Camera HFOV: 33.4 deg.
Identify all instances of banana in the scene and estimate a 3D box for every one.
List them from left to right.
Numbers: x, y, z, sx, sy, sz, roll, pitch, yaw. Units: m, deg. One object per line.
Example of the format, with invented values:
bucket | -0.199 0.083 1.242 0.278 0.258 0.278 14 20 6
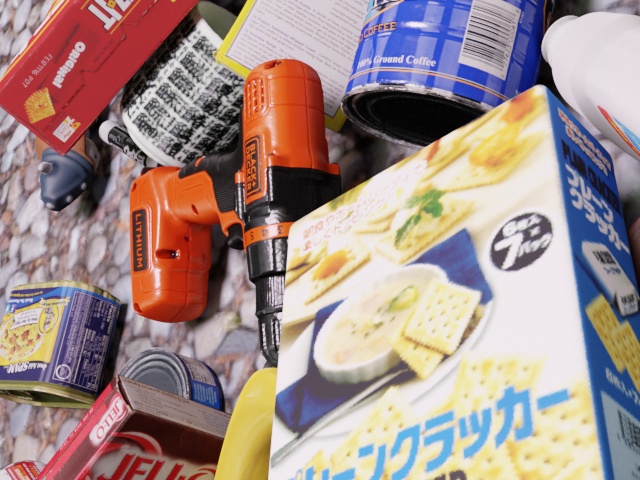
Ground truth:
banana | -0.040 0.131 0.593 0.069 0.037 0.198 -79 6 -49

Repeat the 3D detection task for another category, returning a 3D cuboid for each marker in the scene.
marker | -0.136 -0.068 0.827 0.121 0.020 0.020 31 94 46

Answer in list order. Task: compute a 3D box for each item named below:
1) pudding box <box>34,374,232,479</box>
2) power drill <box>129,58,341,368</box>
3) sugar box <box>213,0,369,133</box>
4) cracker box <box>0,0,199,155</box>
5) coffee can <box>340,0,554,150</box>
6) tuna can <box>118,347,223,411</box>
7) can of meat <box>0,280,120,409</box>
pudding box | -0.099 0.136 0.635 0.090 0.113 0.039 -51 42 15
power drill | -0.054 0.001 0.660 0.188 0.057 0.184 -20 67 52
sugar box | 0.015 -0.167 0.675 0.176 0.093 0.048 -59 6 3
cracker box | -0.151 -0.180 0.796 0.164 0.072 0.213 -45 21 20
coffee can | 0.077 -0.128 0.591 0.103 0.102 0.140 4 75 44
tuna can | -0.105 0.116 0.707 0.086 0.033 0.086 -19 60 37
can of meat | -0.200 0.078 0.798 0.102 0.057 0.084 -6 66 41
